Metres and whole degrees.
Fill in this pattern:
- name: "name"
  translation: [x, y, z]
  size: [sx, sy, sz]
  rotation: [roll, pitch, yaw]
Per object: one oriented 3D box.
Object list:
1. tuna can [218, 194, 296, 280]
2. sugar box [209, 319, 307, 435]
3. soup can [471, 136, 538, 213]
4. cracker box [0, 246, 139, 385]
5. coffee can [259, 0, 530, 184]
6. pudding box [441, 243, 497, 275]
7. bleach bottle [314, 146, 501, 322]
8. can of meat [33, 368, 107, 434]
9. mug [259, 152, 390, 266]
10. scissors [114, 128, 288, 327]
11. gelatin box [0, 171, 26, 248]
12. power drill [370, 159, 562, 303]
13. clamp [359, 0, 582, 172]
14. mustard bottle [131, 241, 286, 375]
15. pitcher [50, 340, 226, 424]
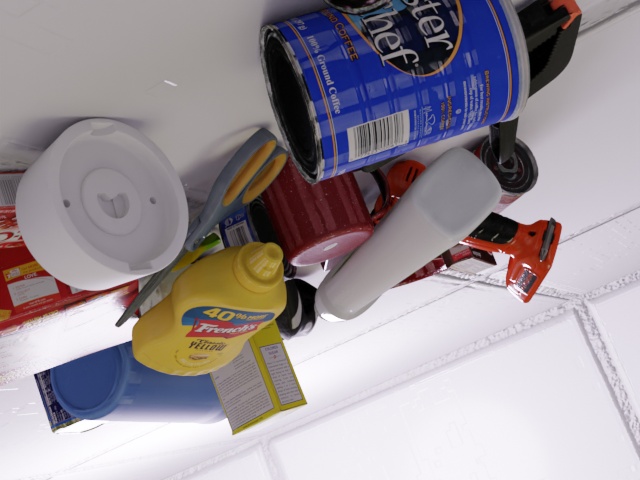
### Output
- name: "tuna can"
  translation: [-0.056, 0.001, 0.955]
  size: [0.034, 0.086, 0.086]
  rotation: [-24, 166, 16]
- name: "sugar box"
  translation: [-0.084, 0.110, 1.134]
  size: [0.048, 0.176, 0.094]
  rotation: [-5, 159, -44]
- name: "soup can"
  translation: [0.169, -0.059, 1.107]
  size: [0.068, 0.068, 0.102]
  rotation: [-14, 165, -29]
- name: "cracker box"
  translation: [-0.243, 0.057, 0.915]
  size: [0.164, 0.072, 0.214]
  rotation: [-19, 167, -15]
- name: "coffee can"
  translation: [0.045, -0.105, 0.669]
  size: [0.140, 0.103, 0.103]
  rotation: [-19, 166, -11]
- name: "pudding box"
  translation: [0.160, -0.010, 1.232]
  size: [0.039, 0.090, 0.113]
  rotation: [-27, 165, 21]
- name: "bleach bottle"
  translation: [0.065, 0.012, 1.019]
  size: [0.102, 0.068, 0.251]
  rotation: [-43, 178, -37]
- name: "can of meat"
  translation: [-0.299, 0.187, 1.294]
  size: [0.057, 0.084, 0.102]
  rotation: [-24, 166, 9]
- name: "mug"
  translation: [0.007, -0.033, 0.929]
  size: [0.117, 0.081, 0.093]
  rotation: [-16, 165, -21]
- name: "scissors"
  translation: [-0.090, -0.011, 0.865]
  size: [0.202, 0.016, 0.096]
  rotation: [-52, 166, 22]
- name: "gelatin box"
  translation: [-0.209, -0.021, 0.756]
  size: [0.089, 0.030, 0.073]
  rotation: [-7, 160, -45]
- name: "power drill"
  translation: [0.140, 0.002, 1.098]
  size: [0.187, 0.057, 0.184]
  rotation: [18, 154, 3]
- name: "clamp"
  translation: [0.126, -0.117, 0.840]
  size: [0.164, 0.036, 0.210]
  rotation: [-11, 154, -28]
- name: "mustard bottle"
  translation: [-0.083, 0.053, 0.902]
  size: [0.096, 0.058, 0.192]
  rotation: [10, 147, -29]
- name: "pitcher"
  translation: [-0.204, 0.150, 1.242]
  size: [0.149, 0.145, 0.242]
  rotation: [-40, 157, 18]
